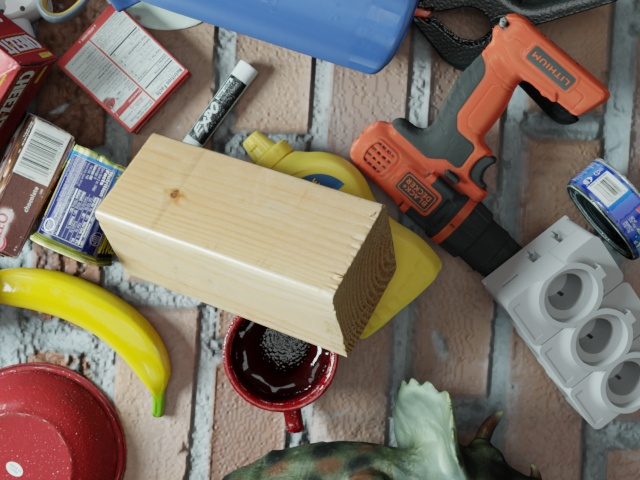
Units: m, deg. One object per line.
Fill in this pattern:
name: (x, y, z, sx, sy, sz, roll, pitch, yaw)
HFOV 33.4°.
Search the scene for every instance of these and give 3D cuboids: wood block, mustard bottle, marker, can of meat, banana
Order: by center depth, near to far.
wood block: (-0.055, 0.000, 0.825, 0.206, 0.090, 0.090, 19, 61, 22)
can of meat: (-0.187, -0.028, 0.878, 0.057, 0.102, 0.084, 23, 89, 0)
mustard bottle: (0.006, -0.016, 0.895, 0.096, 0.058, 0.191, -43, 89, 22)
banana: (-0.199, 0.071, 0.910, 0.198, 0.037, 0.069, 36, 91, 0)
marker: (-0.096, -0.101, 0.916, 0.020, 0.020, 0.121, 36, 91, 0)

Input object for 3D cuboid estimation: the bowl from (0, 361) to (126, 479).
bowl: (-0.249, 0.186, 0.904, 0.162, 0.055, 0.162, 0, 91, 1)

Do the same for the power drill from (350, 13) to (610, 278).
power drill: (0.145, -0.075, 0.876, 0.184, 0.057, 0.188, 41, 107, -4)

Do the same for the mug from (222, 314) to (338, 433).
mug: (-0.029, 0.102, 0.888, 0.093, 0.081, 0.117, -13, 91, 0)

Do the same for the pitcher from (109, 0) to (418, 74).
pitcher: (-0.042, -0.230, 0.843, 0.242, 0.149, 0.145, 19, 77, -11)

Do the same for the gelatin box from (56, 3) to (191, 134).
gelatin box: (-0.166, -0.146, 0.908, 0.089, 0.030, 0.073, 43, 93, -4)

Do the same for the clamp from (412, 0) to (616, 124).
clamp: (0.162, -0.181, 0.894, 0.171, 0.039, 0.120, 23, 105, -2)

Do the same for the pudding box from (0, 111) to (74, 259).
pudding box: (-0.248, -0.047, 0.881, 0.039, 0.090, 0.113, 27, 89, -25)
